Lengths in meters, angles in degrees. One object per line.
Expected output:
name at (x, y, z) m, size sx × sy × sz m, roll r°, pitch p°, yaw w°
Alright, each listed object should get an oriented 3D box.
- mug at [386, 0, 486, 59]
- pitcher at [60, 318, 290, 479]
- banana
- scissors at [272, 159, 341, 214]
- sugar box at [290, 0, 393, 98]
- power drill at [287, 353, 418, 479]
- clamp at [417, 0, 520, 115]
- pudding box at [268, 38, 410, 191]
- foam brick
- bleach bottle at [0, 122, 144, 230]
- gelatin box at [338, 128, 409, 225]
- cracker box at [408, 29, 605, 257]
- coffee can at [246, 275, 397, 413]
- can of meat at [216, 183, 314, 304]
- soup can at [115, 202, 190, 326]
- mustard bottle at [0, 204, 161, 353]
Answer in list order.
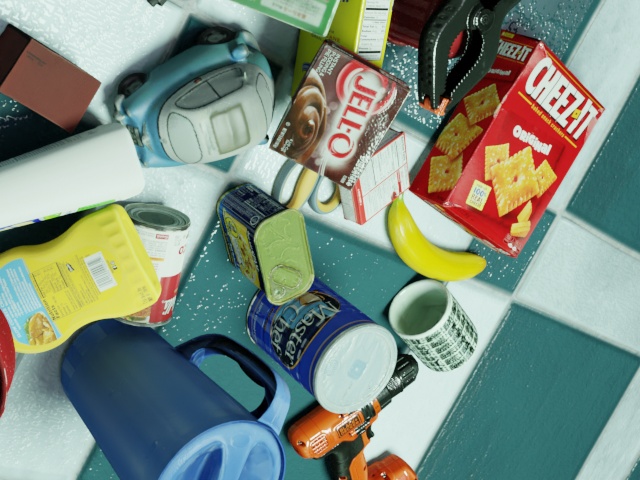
mug at (0.125, -0.237, 1.090) m, size 0.117 × 0.082 × 0.093 m, roll -21°, pitch 124°, yaw -27°
pitcher at (-0.141, 0.160, 0.994) m, size 0.149 × 0.243 × 0.145 m, roll -11°, pitch 120°, yaw -32°
banana at (0.132, 0.009, 1.258) m, size 0.069 × 0.037 × 0.197 m, roll -52°, pitch 133°, yaw -2°
scissors at (0.020, -0.109, 1.125) m, size 0.096 × 0.016 × 0.202 m, roll 30°, pitch 94°, yaw -44°
sugar box at (0.022, -0.208, 1.021) m, size 0.048 × 0.093 × 0.176 m, roll -11°, pitch 119°, yaw -35°
power drill at (0.061, 0.245, 1.319) m, size 0.184 × 0.057 × 0.187 m, roll -32°, pitch 126°, yaw -15°
clamp at (0.142, -0.225, 1.026) m, size 0.164 × 0.036 × 0.210 m, roll 22°, pitch 100°, yaw -42°
pudding box at (0.017, -0.116, 0.986) m, size 0.090 × 0.039 × 0.114 m, roll 27°, pitch 110°, yaw -11°
foam brick at (-0.235, -0.136, 0.895) m, size 0.078 × 0.051 × 0.053 m, roll 33°, pitch 91°, yaw -43°
bleach bottle at (-0.280, -0.033, 0.898) m, size 0.250 × 0.103 × 0.068 m, roll -20°, pitch 98°, yaw -18°
gelatin box at (0.057, -0.071, 1.152) m, size 0.089 × 0.030 × 0.073 m, roll -38°, pitch 134°, yaw -33°
cracker box at (0.219, -0.106, 1.232) m, size 0.164 × 0.072 × 0.214 m, roll 32°, pitch 90°, yaw -43°
coffee can at (-0.001, 0.105, 1.139) m, size 0.102 × 0.140 × 0.103 m, roll -17°, pitch 123°, yaw -29°
can of meat at (-0.057, 0.001, 1.080) m, size 0.057 × 0.084 × 0.102 m, roll -27°, pitch 127°, yaw -23°
soup can at (-0.166, 0.022, 1.020) m, size 0.068 × 0.069 × 0.102 m, roll 0°, pitch 113°, yaw -37°
mustard bottle at (-0.247, 0.047, 0.954) m, size 0.191 × 0.058 × 0.096 m, roll -24°, pitch 101°, yaw 3°
